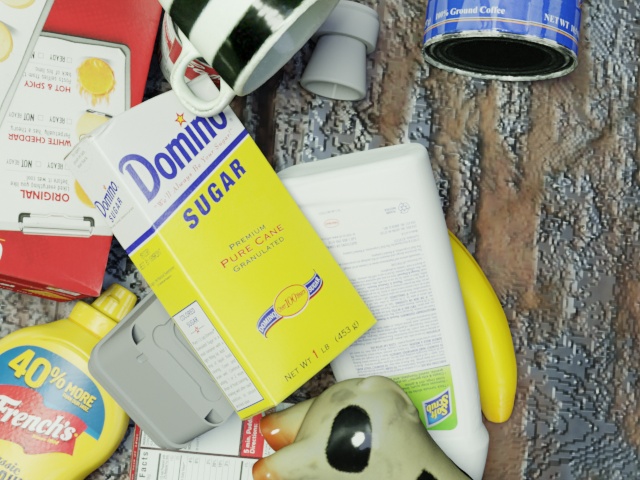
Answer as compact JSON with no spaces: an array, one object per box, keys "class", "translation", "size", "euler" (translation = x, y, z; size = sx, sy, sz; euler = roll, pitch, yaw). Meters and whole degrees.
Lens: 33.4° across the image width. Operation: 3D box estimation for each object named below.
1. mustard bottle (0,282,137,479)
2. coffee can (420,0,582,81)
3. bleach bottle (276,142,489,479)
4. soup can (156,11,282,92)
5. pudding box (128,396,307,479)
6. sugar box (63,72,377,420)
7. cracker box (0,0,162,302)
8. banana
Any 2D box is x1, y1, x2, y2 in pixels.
[{"class":"mustard bottle","translation":[-0.169,0.110,0.638],"size":[0.096,0.058,0.191],"euler":[31,79,5]},{"class":"coffee can","translation":[0.124,-0.187,0.703],"size":[0.102,0.103,0.140],"euler":[8,84,-12]},{"class":"bleach bottle","translation":[0.044,0.071,0.675],"size":[0.103,0.068,0.251],"euler":[-10,103,12]},{"class":"soup can","translation":[-0.064,-0.127,0.657],"size":[0.068,0.102,0.068],"euler":[1,86,-13]},{"class":"pudding box","translation":[-0.063,0.140,0.672],"size":[0.113,0.039,0.090],"euler":[7,85,-10]},{"class":"sugar box","translation":[-0.054,0.001,0.598],"size":[0.093,0.048,0.176],"euler":[-36,94,-39]},{"class":"cracker box","translation":[-0.191,-0.086,0.612],"size":[0.164,0.072,0.213],"euler":[17,74,-28]},{"class":"banana","translation":[0.076,0.032,0.714],"size":[0.070,0.037,0.198],"euler":[-43,93,15]}]
